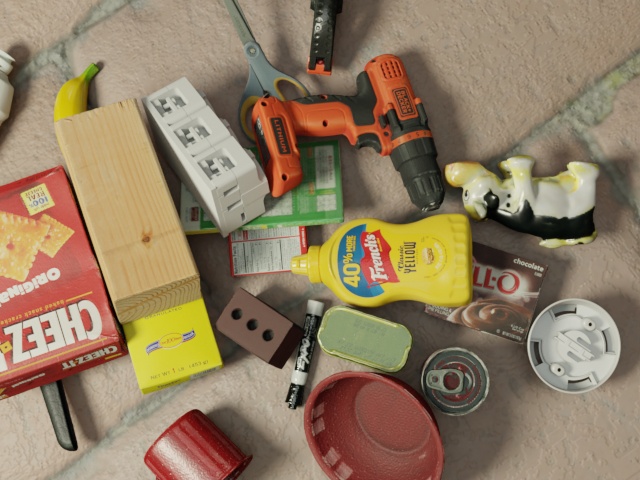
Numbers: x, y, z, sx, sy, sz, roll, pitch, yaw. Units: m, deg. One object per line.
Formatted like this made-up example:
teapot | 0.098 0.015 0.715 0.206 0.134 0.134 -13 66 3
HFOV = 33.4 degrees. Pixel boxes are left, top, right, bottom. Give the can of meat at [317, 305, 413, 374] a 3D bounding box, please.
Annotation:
can of meat | 0.048 0.105 1.136 0.102 0.084 0.057 17 85 5

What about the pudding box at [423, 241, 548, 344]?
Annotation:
pudding box | 0.178 0.053 1.155 0.113 0.039 0.090 18 86 6

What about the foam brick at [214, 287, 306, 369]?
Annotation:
foam brick | -0.065 0.095 1.152 0.078 0.051 0.053 31 86 22

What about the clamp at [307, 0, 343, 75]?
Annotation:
clamp | 0.008 -0.270 1.164 0.039 0.120 0.171 3 88 5

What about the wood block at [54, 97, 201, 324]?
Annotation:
wood block | -0.201 -0.031 1.117 0.090 0.090 0.206 -18 73 -11

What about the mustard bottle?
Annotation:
mustard bottle | 0.063 0.023 1.130 0.192 0.058 0.096 -2 79 12

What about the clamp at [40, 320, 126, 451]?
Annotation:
clamp | -0.303 0.121 1.180 0.210 0.036 0.164 28 78 7

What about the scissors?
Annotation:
scissors | -0.085 -0.192 1.183 0.096 0.016 0.201 -39 100 9

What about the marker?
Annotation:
marker | -0.018 0.126 1.171 0.020 0.020 0.121 13 85 5

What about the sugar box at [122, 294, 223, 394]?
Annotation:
sugar box | -0.173 0.068 1.156 0.093 0.048 0.176 -17 77 -10

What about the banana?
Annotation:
banana | -0.256 -0.103 1.202 0.069 0.037 0.198 -21 83 3

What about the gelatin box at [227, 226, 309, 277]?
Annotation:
gelatin box | -0.058 0.001 1.182 0.089 0.030 0.073 -5 85 2

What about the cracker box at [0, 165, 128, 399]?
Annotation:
cracker box | -0.319 0.045 1.146 0.164 0.072 0.214 -20 71 -8

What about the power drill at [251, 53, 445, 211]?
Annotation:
power drill | 0.030 -0.102 1.147 0.187 0.057 0.184 -13 73 -17

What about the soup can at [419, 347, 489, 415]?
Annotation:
soup can | 0.138 0.146 1.117 0.068 0.102 0.068 0 84 3

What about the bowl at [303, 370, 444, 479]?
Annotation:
bowl | 0.065 0.198 1.119 0.162 0.055 0.162 12 117 26

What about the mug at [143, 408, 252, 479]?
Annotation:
mug | -0.138 0.242 1.141 0.081 0.093 0.117 43 125 11
